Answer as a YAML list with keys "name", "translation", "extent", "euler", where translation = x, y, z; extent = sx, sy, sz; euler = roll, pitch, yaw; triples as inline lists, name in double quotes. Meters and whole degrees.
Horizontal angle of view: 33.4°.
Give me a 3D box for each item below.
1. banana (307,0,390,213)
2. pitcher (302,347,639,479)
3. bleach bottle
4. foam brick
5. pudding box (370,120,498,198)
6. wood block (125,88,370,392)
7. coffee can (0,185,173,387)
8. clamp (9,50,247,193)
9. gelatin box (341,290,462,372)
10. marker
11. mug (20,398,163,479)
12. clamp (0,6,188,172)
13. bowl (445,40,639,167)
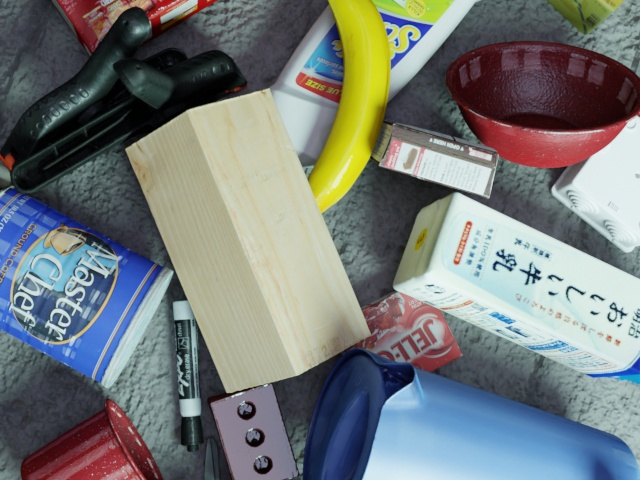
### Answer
- name: "banana"
  translation: [0.020, -0.116, 0.840]
  extent: [0.070, 0.037, 0.198]
  euler: [2, 92, 16]
- name: "pitcher"
  translation: [0.112, 0.181, 0.819]
  extent: [0.242, 0.149, 0.145]
  euler: [17, 82, -18]
- name: "bleach bottle"
  translation: [0.034, -0.146, 0.888]
  extent: [0.102, 0.068, 0.251]
  euler: [36, 83, -3]
- name: "foam brick"
  translation: [-0.054, 0.155, 0.846]
  extent: [0.053, 0.051, 0.078]
  euler: [-17, 86, -9]
- name: "pudding box"
  translation: [0.088, -0.068, 0.858]
  extent: [0.090, 0.113, 0.039]
  euler: [15, 96, -5]
- name: "wood block"
  translation: [-0.055, 0.001, 0.823]
  extent: [0.090, 0.091, 0.206]
  euler: [-23, 91, -44]
- name: "coffee can"
  translation: [-0.198, 0.035, 0.817]
  extent: [0.140, 0.103, 0.103]
  euler: [28, 81, -3]
- name: "clamp"
  translation: [-0.135, -0.102, 0.825]
  extent: [0.165, 0.209, 0.036]
  euler: [-32, 90, 33]
- name: "gelatin box"
  translation: [0.062, 0.082, 0.879]
  extent: [0.089, 0.030, 0.073]
  euler: [-26, 87, -9]
- name: "marker"
  translation: [-0.106, 0.109, 0.862]
  extent: [0.020, 0.020, 0.121]
  euler: [-3, 84, -7]
- name: "mug"
  translation: [-0.168, 0.190, 0.818]
  extent: [0.081, 0.093, 0.117]
  euler: [-31, 124, -5]
- name: "clamp"
  translation: [-0.179, -0.112, 0.851]
  extent: [0.171, 0.120, 0.039]
  euler: [-39, 73, 12]
- name: "bowl"
  translation: [0.181, -0.106, 0.877]
  extent: [0.162, 0.162, 0.055]
  euler: [-5, 126, -8]
